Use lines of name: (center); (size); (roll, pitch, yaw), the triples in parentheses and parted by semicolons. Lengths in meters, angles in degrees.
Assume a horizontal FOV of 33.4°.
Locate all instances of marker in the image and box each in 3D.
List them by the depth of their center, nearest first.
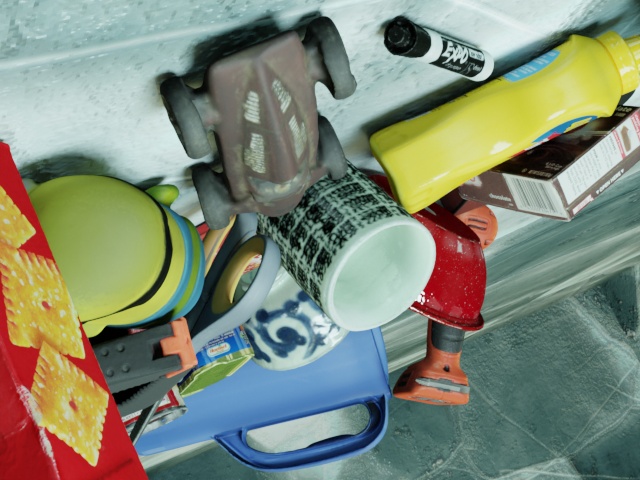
marker: (0.065, -0.102, 0.578); (0.020, 0.020, 0.120); (-30, 167, 25)

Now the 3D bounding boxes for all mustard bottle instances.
mustard bottle: (0.128, -0.083, 0.687); (0.191, 0.058, 0.096); (-27, -178, 3)

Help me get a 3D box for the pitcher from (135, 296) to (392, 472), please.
pitcher: (-0.061, 0.118, 0.948); (0.243, 0.145, 0.149); (-17, -153, 2)

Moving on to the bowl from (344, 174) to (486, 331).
bowl: (0.063, -0.001, 0.777); (0.055, 0.162, 0.161); (-59, 159, 13)

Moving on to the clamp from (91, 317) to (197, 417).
clamp: (-0.152, 0.098, 0.617); (0.210, 0.036, 0.164); (-25, 161, 17)

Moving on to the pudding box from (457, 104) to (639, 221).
pudding box: (0.155, -0.059, 0.734); (0.090, 0.039, 0.114); (-39, -151, -20)

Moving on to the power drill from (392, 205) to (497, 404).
power drill: (0.113, 0.062, 1.029); (0.057, 0.187, 0.184); (10, 171, -6)

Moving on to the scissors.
scissors: (-0.076, 0.070, 0.637); (0.016, 0.201, 0.096); (26, 170, -31)

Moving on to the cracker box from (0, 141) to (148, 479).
cracker box: (-0.170, 0.086, 0.441); (0.164, 0.214, 0.072); (-29, 168, 17)
